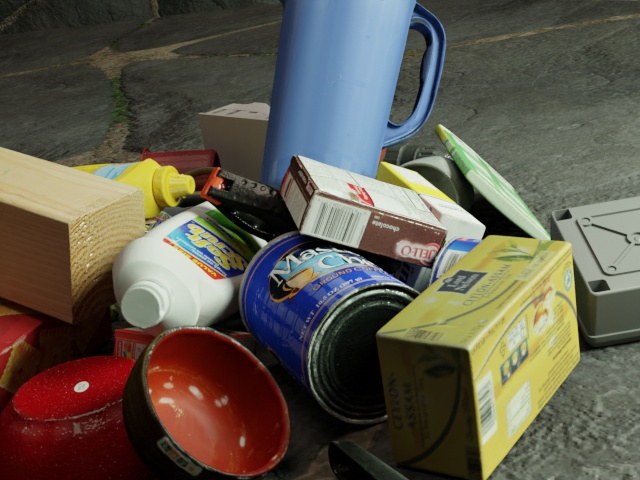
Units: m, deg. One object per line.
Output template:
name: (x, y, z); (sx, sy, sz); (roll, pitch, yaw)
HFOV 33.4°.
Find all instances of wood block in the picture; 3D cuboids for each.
wood block: (-0.253, -0.014, 0.884); (0.206, 0.091, 0.090); (16, 28, 27)

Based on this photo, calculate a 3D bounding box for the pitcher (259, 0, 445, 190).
pitcher: (0.023, -0.145, 1.054); (0.149, 0.243, 0.144); (2, -16, 31)

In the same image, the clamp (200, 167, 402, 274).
clamp: (-0.015, -0.008, 0.884); (0.120, 0.171, 0.039); (-24, 41, 59)

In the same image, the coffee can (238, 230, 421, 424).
coffee can: (0.011, 0.059, 0.778); (0.102, 0.103, 0.140); (-16, 21, -19)

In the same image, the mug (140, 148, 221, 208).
mug: (-0.154, -0.057, 1.217); (0.081, 0.093, 0.117); (-3, -16, 2)

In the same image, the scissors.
scissors: (-0.183, -0.027, 1.143); (0.202, 0.096, 0.016); (-12, -18, 3)

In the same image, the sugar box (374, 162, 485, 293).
sugar box: (0.077, -0.001, 0.919); (0.048, 0.093, 0.176); (16, 12, -16)

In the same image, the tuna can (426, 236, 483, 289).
tuna can: (0.115, 0.041, 0.805); (0.034, 0.086, 0.086); (8, 26, 36)

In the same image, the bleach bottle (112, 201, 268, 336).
bleach bottle: (-0.100, 0.031, 0.838); (0.068, 0.102, 0.250); (-45, 2, 12)

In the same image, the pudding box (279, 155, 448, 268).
pudding box: (0.032, -0.023, 0.822); (0.113, 0.039, 0.090); (17, 17, -19)

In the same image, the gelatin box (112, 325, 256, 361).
gelatin box: (-0.104, 0.085, 0.831); (0.073, 0.030, 0.089); (6, 3, 36)

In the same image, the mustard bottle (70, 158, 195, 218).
mustard bottle: (-0.217, -0.049, 1.082); (0.192, 0.058, 0.096); (-4, 16, 20)

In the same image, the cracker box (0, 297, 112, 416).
cracker box: (-0.298, 0.081, 0.871); (0.164, 0.072, 0.213); (11, 25, 22)

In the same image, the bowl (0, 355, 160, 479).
bowl: (-0.163, 0.125, 0.746); (0.162, 0.055, 0.162); (-8, 20, 3)
